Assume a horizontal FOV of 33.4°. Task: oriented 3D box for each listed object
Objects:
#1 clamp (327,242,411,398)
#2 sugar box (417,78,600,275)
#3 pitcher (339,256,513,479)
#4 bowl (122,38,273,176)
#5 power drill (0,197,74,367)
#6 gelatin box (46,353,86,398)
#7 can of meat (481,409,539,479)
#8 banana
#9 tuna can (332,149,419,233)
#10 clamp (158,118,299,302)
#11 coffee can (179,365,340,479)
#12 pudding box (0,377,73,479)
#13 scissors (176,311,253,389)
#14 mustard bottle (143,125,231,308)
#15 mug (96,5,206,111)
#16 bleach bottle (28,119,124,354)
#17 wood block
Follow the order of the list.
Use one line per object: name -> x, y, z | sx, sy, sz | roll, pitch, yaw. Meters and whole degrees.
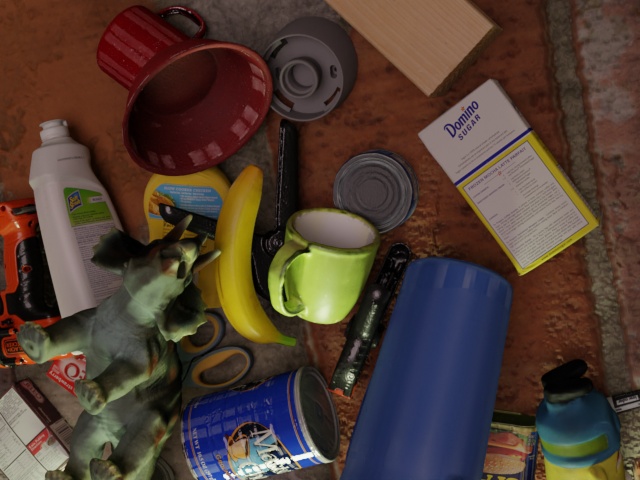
clamp -> 0.050, 0.084, 1.095 | 0.039, 0.120, 0.172 | 29, 126, 10
sugar box -> 0.185, -0.063, 1.050 | 0.093, 0.048, 0.176 | -36, 84, 18
pitcher -> 0.102, 0.145, 1.035 | 0.149, 0.145, 0.243 | 11, 75, 18
bowl -> -0.130, -0.142, 1.054 | 0.162, 0.161, 0.055 | -48, 54, 17
power drill -> -0.358, 0.051, 1.205 | 0.185, 0.057, 0.187 | -9, 95, 30
gelatin box -> -0.256, 0.147, 1.213 | 0.089, 0.030, 0.073 | 35, 106, 8
can of meat -> 0.173, 0.219, 1.092 | 0.102, 0.057, 0.084 | 6, 97, 14
banana -> -0.076, 0.024, 1.077 | 0.037, 0.069, 0.198 | 17, 122, 55
tuna can -> 0.056, -0.050, 1.093 | 0.086, 0.033, 0.086 | 2, 99, 15
clamp -> -0.057, 0.001, 1.109 | 0.164, 0.036, 0.210 | -28, 102, -4
coffee can -> -0.063, 0.199, 1.130 | 0.140, 0.102, 0.103 | -18, 94, 18
pudding box -> -0.344, 0.232, 1.247 | 0.090, 0.039, 0.113 | -43, 84, 18
scissors -> -0.174, 0.143, 1.184 | 0.202, 0.016, 0.096 | -17, 88, 9
mustard bottle -> -0.140, -0.027, 1.137 | 0.096, 0.058, 0.192 | 4, 100, 2
mug -> -0.170, -0.199, 1.111 | 0.081, 0.093, 0.117 | 36, 75, 12
bleach bottle -> -0.254, -0.008, 1.162 | 0.068, 0.102, 0.251 | -16, 88, 37
wood block -> 0.067, -0.241, 1.032 | 0.206, 0.090, 0.091 | 44, 107, 6
